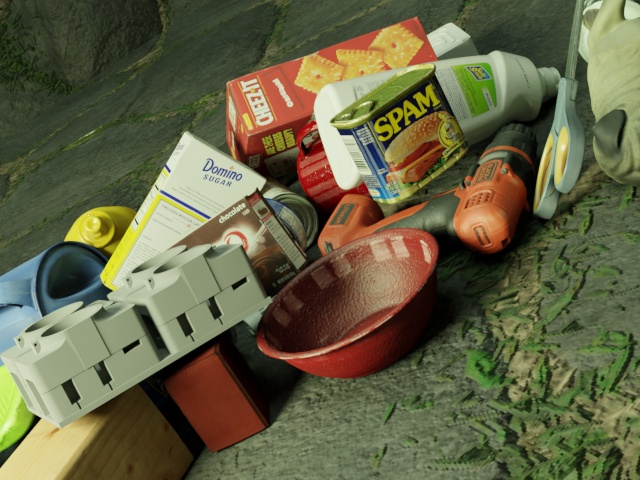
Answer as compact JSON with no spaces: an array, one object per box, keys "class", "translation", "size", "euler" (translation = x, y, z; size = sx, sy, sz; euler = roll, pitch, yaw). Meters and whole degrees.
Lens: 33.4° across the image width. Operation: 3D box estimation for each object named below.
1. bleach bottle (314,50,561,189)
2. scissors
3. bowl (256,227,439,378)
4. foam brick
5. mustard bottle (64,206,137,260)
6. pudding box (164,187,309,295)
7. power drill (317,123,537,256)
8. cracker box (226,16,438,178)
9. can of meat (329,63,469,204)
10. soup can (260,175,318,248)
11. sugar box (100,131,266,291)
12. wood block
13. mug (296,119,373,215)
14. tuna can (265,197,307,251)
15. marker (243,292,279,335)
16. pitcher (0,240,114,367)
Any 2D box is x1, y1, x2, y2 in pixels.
[{"class":"bleach bottle","translation":[0.125,-0.126,1.040],"size":[0.250,0.102,0.068],"euler":[-14,-13,-20]},{"class":"scissors","translation":[0.204,-0.117,0.861],"size":[0.016,0.202,0.096],"euler":[12,0,-3]},{"class":"bowl","translation":[0.032,0.058,0.842],"size":[0.162,0.055,0.162],"euler":[-27,22,12]},{"class":"foam brick","translation":[-0.082,0.116,0.840],"size":[0.051,0.078,0.053],"euler":[-29,19,7]},{"class":"mustard bottle","translation":[-0.242,0.004,1.209],"size":[0.096,0.058,0.191],"euler":[-29,-11,-8]},{"class":"pudding box","translation":[-0.080,0.016,1.013],"size":[0.114,0.090,0.039],"euler":[-33,8,26]},{"class":"power drill","translation":[0.100,-0.033,0.951],"size":[0.188,0.057,0.184],"euler":[-20,21,30]},{"class":"cracker box","translation":[0.007,-0.146,1.144],"size":[0.213,0.072,0.164],"euler":[-20,-14,-10]},{"class":"can of meat","translation":[0.071,-0.092,0.928],"size":[0.102,0.084,0.058],"euler":[-36,20,-20]},{"class":"soup can","translation":[-0.048,-0.026,1.123],"size":[0.068,0.068,0.102],"euler":[-35,22,-9]},{"class":"sugar box","translation":[-0.140,-0.013,1.088],"size":[0.176,0.093,0.048],"euler":[-59,22,2]},{"class":"wood block","translation":[-0.192,0.205,0.776],"size":[0.091,0.090,0.205],"euler":[-17,26,35]},{"class":"mug","translation":[0.023,-0.082,1.093],"size":[0.082,0.117,0.093],"euler":[-24,46,32]},{"class":"tuna can","translation":[-0.057,0.001,1.048],"size":[0.086,0.086,0.033],"euler":[-21,22,25]},{"class":"marker","translation":[-0.019,0.045,0.992],"size":[0.121,0.020,0.020],"euler":[-37,22,-14]},{"class":"pitcher","translation":[-0.337,0.098,1.142],"size":[0.243,0.149,0.144],"euler":[-23,23,30]}]
